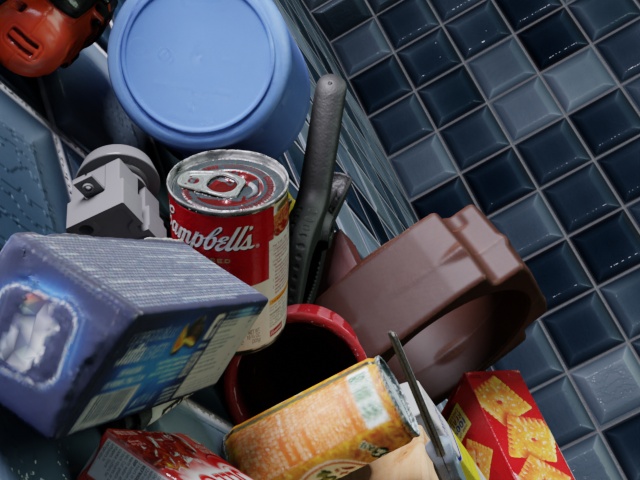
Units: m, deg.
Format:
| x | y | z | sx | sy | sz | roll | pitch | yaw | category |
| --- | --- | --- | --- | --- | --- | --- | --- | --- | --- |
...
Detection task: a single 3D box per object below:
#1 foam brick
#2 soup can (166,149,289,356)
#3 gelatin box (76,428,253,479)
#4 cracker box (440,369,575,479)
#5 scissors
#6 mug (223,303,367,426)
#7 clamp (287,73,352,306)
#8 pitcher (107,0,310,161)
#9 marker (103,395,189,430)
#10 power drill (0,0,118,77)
| x | y | z | sx | sy | sz | roll | pitch | yaw | category |
| --- | --- | --- | --- | --- | --- | --- | --- | --- | --- |
| 0.002 | 0.036 | 0.967 | 0.051 | 0.078 | 0.053 | 65 | 8 | 24 | foam brick |
| -0.053 | 0.008 | 0.618 | 0.068 | 0.068 | 0.102 | -106 | -165 | -55 | soup can |
| -0.053 | 0.113 | 0.468 | 0.073 | 0.030 | 0.089 | 29 | -2 | 21 | gelatin box |
| 0.164 | 0.251 | 0.975 | 0.214 | 0.072 | 0.164 | -111 | -149 | -41 | cracker box |
| 0.070 | 0.121 | 0.621 | 0.096 | 0.016 | 0.202 | -104 | 172 | -72 | scissors |
| -0.005 | 0.096 | 0.701 | 0.117 | 0.093 | 0.081 | 50 | 5 | -3 | mug |
| -0.006 | -0.010 | 0.888 | 0.164 | 0.036 | 0.210 | 74 | 28 | -68 | clamp |
| -0.073 | -0.101 | 0.729 | 0.149 | 0.145 | 0.243 | 55 | 1 | -3 | pitcher |
| -0.083 | 0.080 | 0.545 | 0.020 | 0.020 | 0.121 | 61 | 9 | 1 | marker |
| -0.117 | -0.190 | 0.656 | 0.057 | 0.188 | 0.184 | 38 | 19 | -15 | power drill |
